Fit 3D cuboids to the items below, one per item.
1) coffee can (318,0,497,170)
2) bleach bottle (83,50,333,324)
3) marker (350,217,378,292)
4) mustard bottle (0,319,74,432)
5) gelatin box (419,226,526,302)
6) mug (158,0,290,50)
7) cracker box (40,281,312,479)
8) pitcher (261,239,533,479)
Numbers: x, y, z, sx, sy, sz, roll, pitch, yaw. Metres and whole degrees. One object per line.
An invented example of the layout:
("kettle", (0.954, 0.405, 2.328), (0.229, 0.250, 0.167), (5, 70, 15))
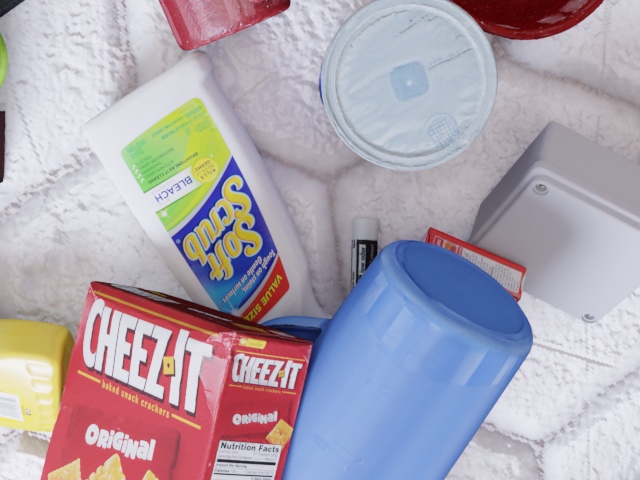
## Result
("coffee can", (0.051, -0.102, 0.685), (0.103, 0.140, 0.103), (0, 99, -1))
("bleach bottle", (-0.055, 0.001, 0.741), (0.102, 0.068, 0.251), (-33, 100, 1))
("marker", (0.030, 0.045, 0.757), (0.020, 0.020, 0.121), (2, 88, -1))
("mustard bottle", (-0.269, 0.086, 0.740), (0.191, 0.058, 0.096), (7, 140, -2))
("gelatin box", (0.089, 0.037, 0.737), (0.073, 0.089, 0.030), (24, 53, -6))
("mug", (-0.063, -0.176, 0.690), (0.093, 0.117, 0.081), (-31, 105, -32))
("cracker box", (-0.106, 0.146, 0.672), (0.072, 0.164, 0.214), (14, 89, -44))
("pitcher", (0.018, 0.116, 0.685), (0.149, 0.145, 0.243), (18, 116, -29))
